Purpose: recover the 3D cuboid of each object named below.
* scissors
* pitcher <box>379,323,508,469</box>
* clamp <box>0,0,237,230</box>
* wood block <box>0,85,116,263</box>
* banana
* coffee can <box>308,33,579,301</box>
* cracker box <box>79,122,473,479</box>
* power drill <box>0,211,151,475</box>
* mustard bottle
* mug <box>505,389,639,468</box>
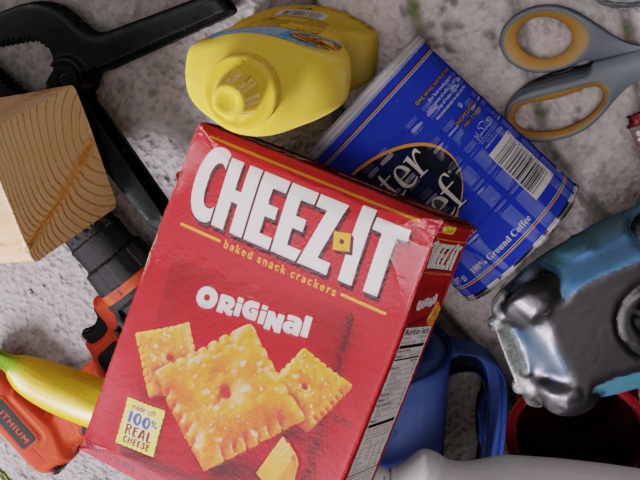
[{"bbox_3d":[0.201,-0.129,0.668,0.202,0.016,0.096,-26,101,20],"label":"scissors"},{"bbox_3d":[0.036,0.175,0.755,0.149,0.144,0.243,14,117,37],"label":"pitcher"},{"bbox_3d":[-0.168,-0.101,0.744,0.210,0.036,0.164,11,97,14],"label":"clamp"},{"bbox_3d":[-0.256,-0.038,0.734,0.206,0.090,0.090,-3,114,32],"label":"wood block"},{"bbox_3d":[-0.141,0.121,0.748,0.198,0.069,0.037,17,84,8],"label":"banana"},{"bbox_3d":[0.077,-0.046,0.678,0.140,0.102,0.103,43,112,-3],"label":"coffee can"},{"bbox_3d":[-0.029,0.058,0.628,0.164,0.072,0.214,23,97,21],"label":"cracker box"},{"bbox_3d":[-0.180,0.077,0.805,0.188,0.057,0.184,-36,97,21],"label":"power drill"},{"bbox_3d":[-0.027,-0.102,0.636,0.096,0.191,0.058,9,110,10],"label":"mustard bottle"},{"bbox_3d":[0.180,0.126,0.723,0.093,0.081,0.117,-29,99,20],"label":"mug"}]
